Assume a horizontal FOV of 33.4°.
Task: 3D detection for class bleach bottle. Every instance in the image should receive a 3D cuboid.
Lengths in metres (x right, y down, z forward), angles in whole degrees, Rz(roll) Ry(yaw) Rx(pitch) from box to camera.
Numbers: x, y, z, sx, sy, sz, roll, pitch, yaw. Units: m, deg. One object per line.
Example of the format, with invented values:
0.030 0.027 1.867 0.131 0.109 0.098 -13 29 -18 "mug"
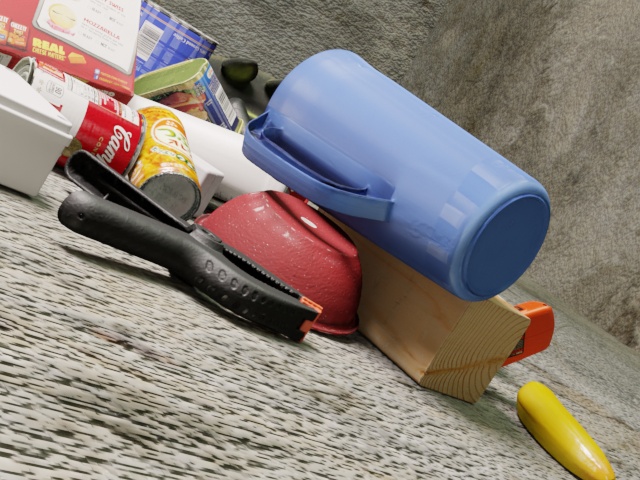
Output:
-0.148 -0.099 1.035 0.251 0.068 0.102 24 -7 -2 "bleach bottle"

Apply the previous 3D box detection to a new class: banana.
0.212 0.164 0.956 0.069 0.037 0.198 31 7 -4 "banana"

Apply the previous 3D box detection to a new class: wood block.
0.072 0.046 0.957 0.090 0.090 0.206 24 11 -45 "wood block"

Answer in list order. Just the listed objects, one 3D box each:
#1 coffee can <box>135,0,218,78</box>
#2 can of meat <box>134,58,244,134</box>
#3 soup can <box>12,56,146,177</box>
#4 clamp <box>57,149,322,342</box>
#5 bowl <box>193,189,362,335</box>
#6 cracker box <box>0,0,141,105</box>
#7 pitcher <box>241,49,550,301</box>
-0.199 -0.199 1.257 0.103 0.140 0.103 31 7 -5 "coffee can"
-0.143 -0.134 1.104 0.057 0.102 0.084 -74 144 -50 "can of meat"
-0.197 -0.091 0.833 0.102 0.068 0.069 27 9 -31 "soup can"
-0.093 0.004 0.742 0.209 0.036 0.165 31 7 -24 "clamp"
-0.022 0.007 0.873 0.162 0.055 0.162 31 16 -10 "bowl"
-0.250 -0.224 0.974 0.164 0.072 0.213 17 55 -29 "cracker box"
0.060 -0.051 0.879 0.243 0.149 0.145 38 -11 39 "pitcher"
